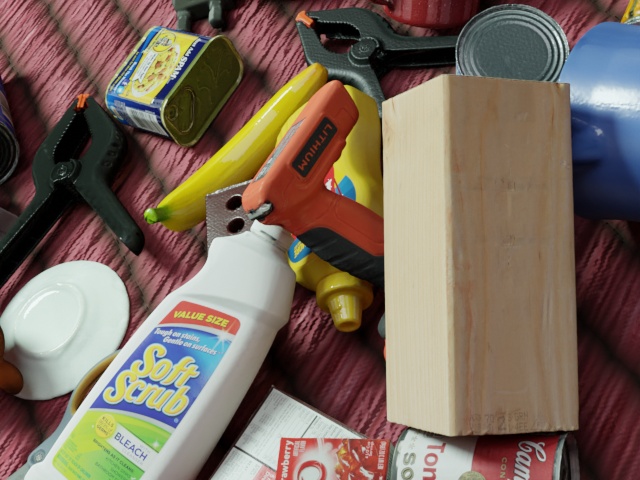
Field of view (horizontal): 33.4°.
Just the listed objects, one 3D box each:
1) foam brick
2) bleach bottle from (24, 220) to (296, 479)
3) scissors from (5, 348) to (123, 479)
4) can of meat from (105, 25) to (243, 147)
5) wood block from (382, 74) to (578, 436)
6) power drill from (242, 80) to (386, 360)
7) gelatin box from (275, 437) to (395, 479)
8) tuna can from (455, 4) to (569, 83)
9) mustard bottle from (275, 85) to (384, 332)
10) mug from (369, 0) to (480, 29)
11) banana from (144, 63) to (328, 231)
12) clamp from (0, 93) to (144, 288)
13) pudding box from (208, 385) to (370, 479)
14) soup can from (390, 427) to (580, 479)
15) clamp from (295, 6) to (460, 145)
[{"bbox_3d":[-0.055,0.001,0.830,0.053,0.051,0.078,-17,53,13],"label":"foam brick"},{"bbox_3d":[-0.098,0.088,0.744,0.103,0.068,0.251,30,88,26],"label":"bleach bottle"},{"bbox_3d":[-0.193,0.170,0.802,0.096,0.016,0.201,29,74,36],"label":"scissors"},{"bbox_3d":[-0.133,-0.141,0.956,0.084,0.057,0.102,19,67,35],"label":"can of meat"},{"bbox_3d":[0.097,0.011,0.659,0.090,0.091,0.206,1,86,-19],"label":"wood block"},{"bbox_3d":[0.056,-0.022,0.725,0.184,0.187,0.057,-55,10,-18],"label":"power drill"},{"bbox_3d":[0.007,0.167,0.657,0.073,0.030,0.089,-3,59,19],"label":"gelatin box"},{"bbox_3d":[0.147,-0.138,0.827,0.086,0.034,0.086,-2,70,5],"label":"tuna can"},{"bbox_3d":[0.011,-0.018,0.800,0.096,0.058,0.191,-35,46,35],"label":"mustard bottle"},{"bbox_3d":[0.083,-0.223,0.872,0.117,0.081,0.093,-14,35,-25],"label":"mug"},{"bbox_3d":[-0.066,-0.068,0.874,0.037,0.070,0.197,46,73,-3],"label":"banana"},{"bbox_3d":[-0.208,-0.049,0.934,0.165,0.036,0.210,-9,51,23],"label":"clamp"},{"bbox_3d":[-0.010,0.161,0.712,0.114,0.039,0.090,25,71,32],"label":"pudding box"},{"bbox_3d":[0.101,0.149,0.651,0.102,0.068,0.068,-1,58,24],"label":"soup can"},{"bbox_3d":[0.040,-0.141,0.891,0.172,0.039,0.120,23,65,31],"label":"clamp"}]
